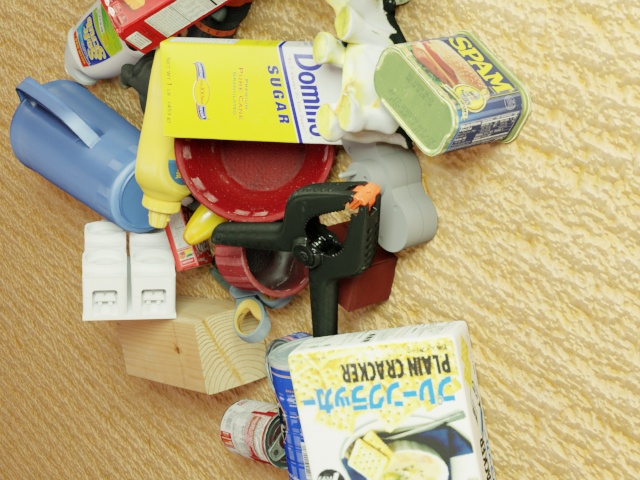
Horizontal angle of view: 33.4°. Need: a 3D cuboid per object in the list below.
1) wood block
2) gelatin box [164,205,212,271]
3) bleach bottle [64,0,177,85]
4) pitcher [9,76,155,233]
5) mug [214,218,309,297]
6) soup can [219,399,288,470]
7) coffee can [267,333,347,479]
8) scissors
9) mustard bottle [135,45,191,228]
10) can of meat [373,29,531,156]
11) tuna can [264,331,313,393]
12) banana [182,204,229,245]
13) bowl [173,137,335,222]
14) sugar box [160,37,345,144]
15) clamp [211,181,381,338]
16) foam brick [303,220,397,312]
[{"bbox_3d":[-0.161,0.124,1.308,0.207,0.090,0.091,1,103,54],"label":"wood block"},{"bbox_3d":[-0.156,-0.003,1.265,0.089,0.030,0.073,-6,-101,-84],"label":"gelatin box"},{"bbox_3d":[-0.263,-0.243,1.330,0.251,0.067,0.102,-16,88,57],"label":"bleach bottle"},{"bbox_3d":[-0.285,-0.110,1.348,0.243,0.148,0.145,32,117,40],"label":"pitcher"},{"bbox_3d":[-0.057,0.001,1.129,0.082,0.093,0.117,-3,71,59],"label":"mug"},{"bbox_3d":[-0.063,0.222,1.230,0.102,0.068,0.068,0,103,55],"label":"soup can"},{"bbox_3d":[0.008,0.176,1.083,0.103,0.102,0.140,5,107,53],"label":"coffee can"},{"bbox_3d":[-0.077,0.048,1.214,0.016,0.096,0.202,45,-172,-29],"label":"scissors"},{"bbox_3d":[-0.152,-0.105,1.109,0.058,0.096,0.192,18,107,14],"label":"mustard bottle"},{"bbox_3d":[0.102,-0.118,0.853,0.102,0.083,0.058,53,140,28],"label":"can of meat"},{"bbox_3d":[-0.023,0.144,1.174,0.086,0.033,0.086,26,123,47],"label":"tuna can"},{"bbox_3d":[-0.093,-0.086,1.129,0.037,0.069,0.198,-151,74,-70],"label":"banana"},{"bbox_3d":[-0.062,-0.096,1.069,0.055,0.162,0.162,14,-123,-83],"label":"bowl"},{"bbox_3d":[-0.060,-0.142,1.008,0.176,0.048,0.093,3,109,9],"label":"sugar box"},{"bbox_3d":[-0.001,0.015,0.977,0.164,0.036,0.210,50,140,-4],"label":"clamp"},{"bbox_3d":[0.029,0.024,1.039,0.078,0.052,0.051,40,133,41],"label":"foam brick"}]
